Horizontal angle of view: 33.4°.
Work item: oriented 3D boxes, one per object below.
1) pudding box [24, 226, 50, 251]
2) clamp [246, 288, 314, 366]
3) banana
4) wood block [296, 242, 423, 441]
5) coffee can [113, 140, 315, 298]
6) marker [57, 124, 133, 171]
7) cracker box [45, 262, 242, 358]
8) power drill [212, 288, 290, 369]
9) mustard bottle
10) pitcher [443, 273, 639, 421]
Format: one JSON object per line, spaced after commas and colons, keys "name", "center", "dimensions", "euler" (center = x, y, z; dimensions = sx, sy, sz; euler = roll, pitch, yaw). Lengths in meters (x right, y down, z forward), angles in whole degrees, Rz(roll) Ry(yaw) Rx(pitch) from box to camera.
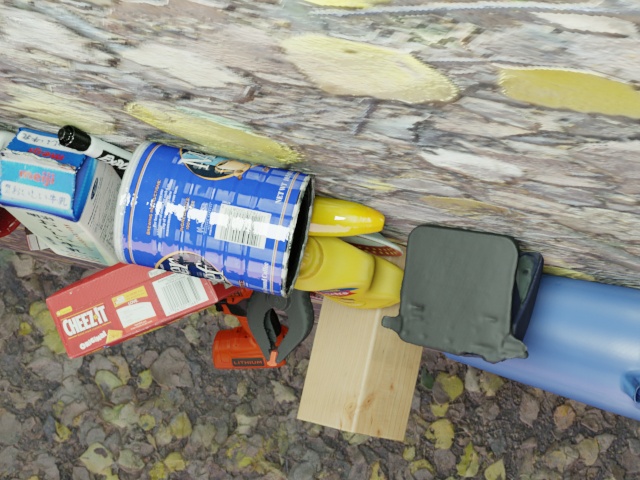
{"name": "pudding box", "center": [-0.328, -0.015, 1.414], "dimensions": [0.113, 0.039, 0.090], "euler": [-12, -177, -23]}
{"name": "clamp", "center": [-0.033, 0.057, 1.185], "dimensions": [0.120, 0.171, 0.039], "euler": [4, -163, 25]}
{"name": "banana", "center": [-0.036, -0.029, 0.980], "dimensions": [0.198, 0.037, 0.069], "euler": [9, -166, 41]}
{"name": "wood block", "center": [0.055, 0.109, 1.182], "dimensions": [0.091, 0.206, 0.090], "euler": [5, 170, 45]}
{"name": "coffee can", "center": [-0.084, -0.018, 0.864], "dimensions": [0.140, 0.103, 0.103], "euler": [12, 173, 6]}
{"name": "marker", "center": [-0.182, -0.075, 0.928], "dimensions": [0.020, 0.020, 0.121], "euler": [8, 171, 34]}
{"name": "cracker box", "center": [-0.152, 0.042, 1.082], "dimensions": [0.164, 0.072, 0.213], "euler": [-22, -179, 16]}
{"name": "power drill", "center": [-0.118, 0.087, 1.299], "dimensions": [0.184, 0.057, 0.187], "euler": [-2, 142, 12]}
{"name": "mustard bottle", "center": [0.009, 0.027, 1.032], "dimensions": [0.096, 0.058, 0.191], "euler": [8, 173, 25]}
{"name": "pitcher", "center": [0.255, 0.095, 1.101], "dimensions": [0.243, 0.145, 0.149], "euler": [13, 162, 28]}
